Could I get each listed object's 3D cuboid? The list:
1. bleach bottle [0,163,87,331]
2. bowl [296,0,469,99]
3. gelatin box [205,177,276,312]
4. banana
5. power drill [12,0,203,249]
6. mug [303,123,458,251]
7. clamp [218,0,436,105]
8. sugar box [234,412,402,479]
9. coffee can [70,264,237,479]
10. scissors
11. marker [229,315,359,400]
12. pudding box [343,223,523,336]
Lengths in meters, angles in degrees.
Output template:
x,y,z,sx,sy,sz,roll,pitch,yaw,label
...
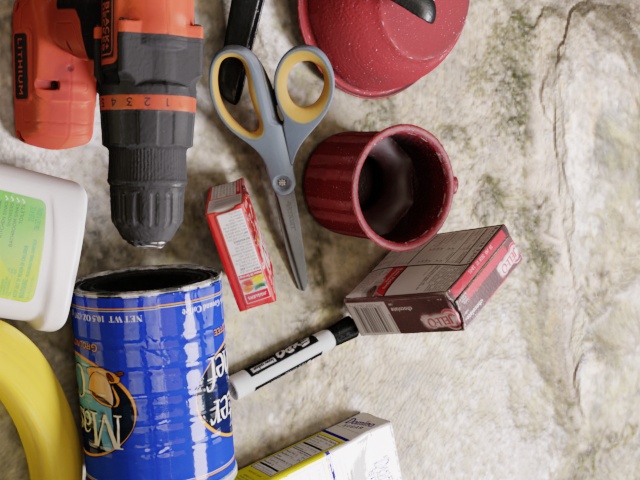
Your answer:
x,y,z,sx,sy,sz,roll,pitch,yaw,label
-0.271,-0.011,0.630,0.250,0.068,0.102,10,90,-30,bleach bottle
0.062,-0.185,0.808,0.161,0.055,0.162,-12,110,-36,bowl
-0.055,0.001,0.751,0.030,0.089,0.073,-17,105,1,gelatin box
-0.187,0.116,0.687,0.037,0.069,0.198,-5,120,8,banana
-0.129,-0.092,0.635,0.057,0.188,0.184,0,94,-34,power drill
0.050,-0.043,0.815,0.117,0.082,0.093,-6,99,-31,mug
-0.037,-0.208,0.744,0.165,0.036,0.210,-28,100,10,clamp
-0.016,0.209,0.824,0.175,0.048,0.093,-20,105,-33,sugar box
-0.112,0.093,0.716,0.102,0.103,0.140,-8,100,-31,coffee can
-0.013,-0.058,0.775,0.096,0.016,0.201,-22,118,11,scissors
-0.018,0.089,0.824,0.120,0.020,0.020,-25,108,-28,marker
0.085,0.031,0.817,0.089,0.114,0.039,-43,114,-36,pudding box
